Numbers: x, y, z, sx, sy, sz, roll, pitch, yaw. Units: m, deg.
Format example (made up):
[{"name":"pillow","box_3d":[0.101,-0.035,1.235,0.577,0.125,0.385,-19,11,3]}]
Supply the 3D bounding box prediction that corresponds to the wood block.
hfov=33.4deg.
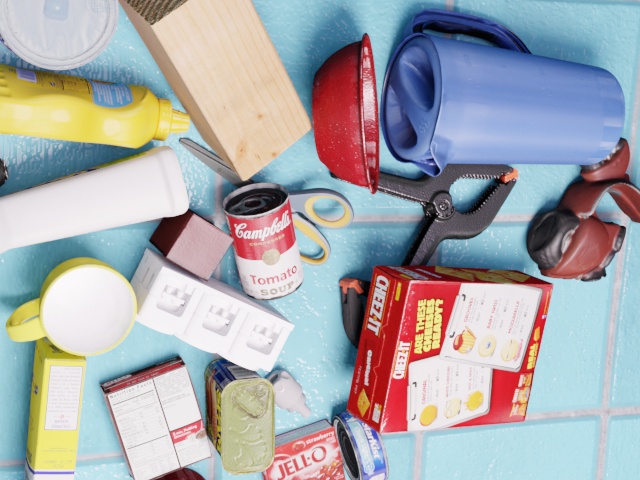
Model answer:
[{"name":"wood block","box_3d":[-0.096,-0.167,0.989,0.090,0.091,0.206,-39,138,-9]}]

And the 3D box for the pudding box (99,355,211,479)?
[{"name":"pudding box","box_3d":[-0.170,0.188,1.114,0.090,0.039,0.113,-18,105,-14]}]

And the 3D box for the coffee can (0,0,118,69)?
[{"name":"coffee can","box_3d":[-0.241,-0.207,0.948,0.102,0.140,0.103,-4,103,-19]}]

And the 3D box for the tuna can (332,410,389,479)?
[{"name":"tuna can","box_3d":[0.043,0.227,1.171,0.033,0.086,0.086,-16,106,-14]}]

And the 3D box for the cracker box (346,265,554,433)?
[{"name":"cracker box","box_3d":[0.141,0.113,1.146,0.213,0.072,0.164,3,102,-36]}]

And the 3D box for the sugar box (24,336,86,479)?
[{"name":"sugar box","box_3d":[-0.264,0.187,1.050,0.048,0.093,0.176,7,99,-20]}]

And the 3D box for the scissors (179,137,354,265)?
[{"name":"scissors","box_3d":[-0.045,-0.056,1.103,0.096,0.016,0.201,-34,112,16]}]

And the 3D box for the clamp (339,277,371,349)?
[{"name":"clamp","box_3d":[0.086,0.102,1.186,0.120,0.039,0.171,-37,110,-27]}]

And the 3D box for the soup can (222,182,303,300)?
[{"name":"soup can","box_3d":[-0.057,0.001,1.086,0.068,0.069,0.102,-19,122,-15]}]

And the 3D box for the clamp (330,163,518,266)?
[{"name":"clamp","box_3d":[0.119,-0.044,1.163,0.209,0.036,0.164,-30,99,-16]}]

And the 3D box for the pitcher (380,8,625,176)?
[{"name":"pitcher","box_3d":[0.194,-0.151,1.130,0.242,0.145,0.149,2,113,-24]}]

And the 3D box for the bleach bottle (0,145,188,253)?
[{"name":"bleach bottle","box_3d":[-0.256,-0.027,1.002,0.250,0.103,0.068,-16,96,-16]}]

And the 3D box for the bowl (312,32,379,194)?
[{"name":"bowl","box_3d":[0.025,-0.125,1.070,0.055,0.162,0.162,-2,103,8]}]

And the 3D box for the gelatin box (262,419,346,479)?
[{"name":"gelatin box","box_3d":[-0.021,0.248,1.182,0.089,0.030,0.073,-17,106,-16]}]

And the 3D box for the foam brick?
[{"name":"foam brick","box_3d":[-0.129,0.000,1.066,0.053,0.078,0.051,32,89,-25]}]

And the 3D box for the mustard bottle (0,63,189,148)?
[{"name":"mustard bottle","box_3d":[-0.217,-0.122,0.999,0.191,0.096,0.058,5,112,-21]}]

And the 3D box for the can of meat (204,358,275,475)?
[{"name":"can of meat","box_3d":[-0.086,0.180,1.116,0.057,0.084,0.102,-4,103,-19]}]
